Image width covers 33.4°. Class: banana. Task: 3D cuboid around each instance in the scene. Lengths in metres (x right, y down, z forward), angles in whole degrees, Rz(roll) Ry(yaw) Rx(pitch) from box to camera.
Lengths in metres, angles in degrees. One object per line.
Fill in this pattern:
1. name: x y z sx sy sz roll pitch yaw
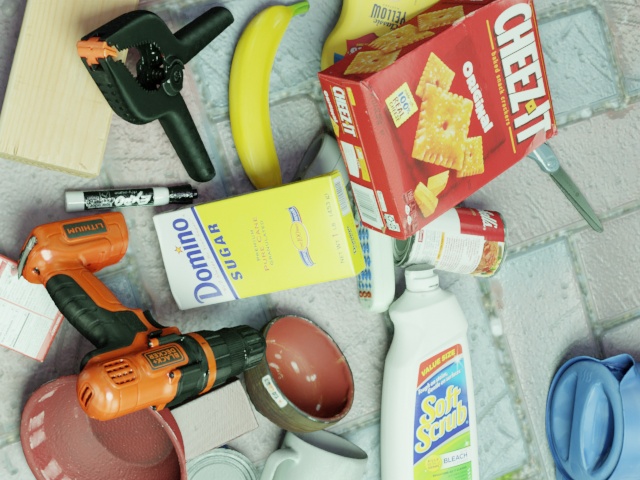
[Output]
1. banana: -0.054 -0.139 1.007 0.069 0.037 0.198 10 88 -18

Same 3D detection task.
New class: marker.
1. marker: -0.172 -0.039 0.980 0.121 0.020 0.020 -5 92 -18

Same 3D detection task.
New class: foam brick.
1. foam brick: -0.105 0.162 0.988 0.078 0.053 0.051 -23 98 -17

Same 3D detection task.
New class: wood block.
1. wood block: -0.217 -0.164 0.926 0.090 0.090 0.206 14 87 -17

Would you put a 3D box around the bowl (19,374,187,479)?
1. bowl: -0.180 0.176 0.938 0.162 0.055 0.162 8 116 17

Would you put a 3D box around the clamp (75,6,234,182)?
1. clamp: -0.136 -0.132 0.920 0.036 0.209 0.164 5 95 24

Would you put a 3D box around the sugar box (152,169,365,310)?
1. sugar box: -0.056 0.001 0.957 0.176 0.048 0.093 -13 96 17

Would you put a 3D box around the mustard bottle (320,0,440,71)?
1. mustard bottle: 0.052 -0.182 1.015 0.096 0.058 0.192 13 105 -9

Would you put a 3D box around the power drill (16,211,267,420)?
1. power drill: -0.156 0.058 0.908 0.184 0.057 0.188 -12 51 -46

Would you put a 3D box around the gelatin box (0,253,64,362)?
1. gelatin box: -0.272 0.057 0.944 0.089 0.030 0.073 26 85 -17

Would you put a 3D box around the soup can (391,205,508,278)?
1. soup can: 0.124 -0.001 1.051 0.102 0.069 0.068 7 89 -18

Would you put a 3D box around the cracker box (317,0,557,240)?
1. cracker box: 0.115 -0.124 0.982 0.213 0.072 0.164 -33 123 -25

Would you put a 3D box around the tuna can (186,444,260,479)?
1. tuna can: -0.100 0.234 1.001 0.086 0.034 0.086 0 91 -18

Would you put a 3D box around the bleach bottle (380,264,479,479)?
1. bleach bottle: 0.098 0.149 1.028 0.102 0.068 0.251 -10 103 -22

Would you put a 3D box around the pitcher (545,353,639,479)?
1. pitcher: 0.364 0.198 1.111 0.242 0.149 0.145 5 75 -21

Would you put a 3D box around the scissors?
1. scissors: 0.218 -0.079 1.107 0.096 0.016 0.202 -27 99 -14
